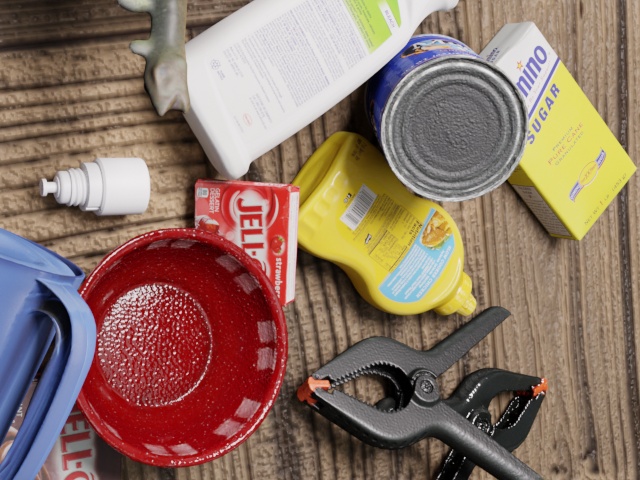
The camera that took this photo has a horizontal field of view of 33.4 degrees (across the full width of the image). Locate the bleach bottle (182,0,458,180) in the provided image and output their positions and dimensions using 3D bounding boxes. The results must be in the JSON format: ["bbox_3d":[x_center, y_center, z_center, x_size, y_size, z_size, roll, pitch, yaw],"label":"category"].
[{"bbox_3d":[0.014,-0.150,0.776,0.250,0.068,0.102,-32,110,-9],"label":"bleach bottle"}]

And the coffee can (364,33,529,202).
[{"bbox_3d":[0.089,-0.095,0.793,0.103,0.140,0.103,-1,107,-2],"label":"coffee can"}]

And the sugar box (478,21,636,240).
[{"bbox_3d":[0.193,-0.093,0.923,0.093,0.048,0.176,-50,117,-14],"label":"sugar box"}]

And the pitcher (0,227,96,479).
[{"bbox_3d":[-0.242,0.105,0.650,0.144,0.149,0.243,22,91,-20],"label":"pitcher"}]

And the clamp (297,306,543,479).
[{"bbox_3d":[0.086,0.134,0.868,0.209,0.036,0.164,-1,62,-24],"label":"clamp"}]

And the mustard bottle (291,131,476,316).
[{"bbox_3d":[0.059,0.004,0.854,0.191,0.058,0.096,38,80,-27],"label":"mustard bottle"}]

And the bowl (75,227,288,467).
[{"bbox_3d":[-0.105,0.073,0.739,0.161,0.055,0.162,2,86,-29],"label":"bowl"}]

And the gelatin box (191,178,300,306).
[{"bbox_3d":[-0.055,0.001,0.784,0.073,0.030,0.089,4,97,13],"label":"gelatin box"}]

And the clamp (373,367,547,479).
[{"bbox_3d":[0.130,0.172,0.926,0.171,0.039,0.120,-16,100,-24],"label":"clamp"}]

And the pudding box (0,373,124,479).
[{"bbox_3d":[-0.187,0.149,0.748,0.089,0.039,0.113,1,96,-29],"label":"pudding box"}]
